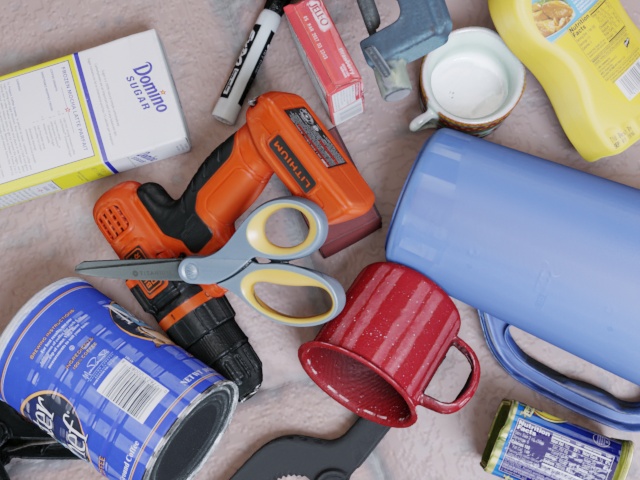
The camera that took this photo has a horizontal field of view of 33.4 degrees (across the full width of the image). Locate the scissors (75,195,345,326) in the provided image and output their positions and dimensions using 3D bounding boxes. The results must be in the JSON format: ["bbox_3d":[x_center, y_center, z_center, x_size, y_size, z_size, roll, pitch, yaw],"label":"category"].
[{"bbox_3d":[-0.076,0.003,0.720,0.202,0.016,0.096,15,108,17],"label":"scissors"}]

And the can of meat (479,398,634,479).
[{"bbox_3d":[0.157,0.147,0.729,0.084,0.102,0.057,21,84,8],"label":"can of meat"}]

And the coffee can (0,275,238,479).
[{"bbox_3d":[-0.143,0.104,0.740,0.140,0.102,0.103,32,84,18],"label":"coffee can"}]

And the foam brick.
[{"bbox_3d":[0.007,-0.035,0.789,0.051,0.053,0.078,-26,81,-1],"label":"foam brick"}]

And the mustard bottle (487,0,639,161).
[{"bbox_3d":[0.174,-0.157,0.762,0.096,0.058,0.191,-42,101,-25],"label":"mustard bottle"}]

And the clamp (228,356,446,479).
[{"bbox_3d":[0.014,0.169,0.765,0.210,0.036,0.164,-8,72,5],"label":"clamp"}]

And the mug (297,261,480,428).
[{"bbox_3d":[0.054,0.074,0.731,0.117,0.093,0.081,26,63,18],"label":"mug"}]

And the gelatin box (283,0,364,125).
[{"bbox_3d":[0.005,-0.132,0.785,0.030,0.089,0.073,-26,81,-1],"label":"gelatin box"}]

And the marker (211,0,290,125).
[{"bbox_3d":[-0.051,-0.147,0.826,0.020,0.020,0.121,24,83,6],"label":"marker"}]

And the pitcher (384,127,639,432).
[{"bbox_3d":[0.170,0.022,0.741,0.243,0.145,0.149,22,71,10],"label":"pitcher"}]

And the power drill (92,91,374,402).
[{"bbox_3d":[-0.055,0.001,0.751,0.188,0.057,0.184,-38,86,24],"label":"power drill"}]

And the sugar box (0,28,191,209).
[{"bbox_3d":[-0.194,-0.089,0.814,0.176,0.048,0.093,-16,81,-3],"label":"sugar box"}]

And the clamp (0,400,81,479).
[{"bbox_3d":[-0.235,0.156,0.757,0.171,0.120,0.039,16,122,9],"label":"clamp"}]
